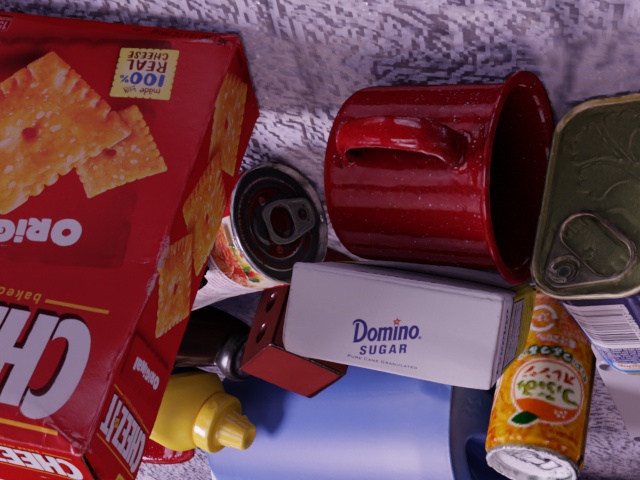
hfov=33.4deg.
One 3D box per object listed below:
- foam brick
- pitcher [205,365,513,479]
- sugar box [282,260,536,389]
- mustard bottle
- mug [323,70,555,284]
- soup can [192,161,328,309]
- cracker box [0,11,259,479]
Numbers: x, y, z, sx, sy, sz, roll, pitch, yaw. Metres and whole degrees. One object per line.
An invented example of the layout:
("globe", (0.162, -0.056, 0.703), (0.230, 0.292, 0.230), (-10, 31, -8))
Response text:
("foam brick", (-0.009, 0.048, 0.657), (0.051, 0.078, 0.053), (25, 147, -14))
("pitcher", (0.040, 0.143, 0.739), (0.243, 0.149, 0.144), (-9, 165, 43))
("sugar box", (0.051, 0.036, 0.522), (0.093, 0.048, 0.176), (9, -176, 16))
("mustard bottle", (-0.128, 0.101, 0.752), (0.192, 0.058, 0.096), (22, -177, 25))
("mug", (0.049, -0.031, 0.473), (0.082, 0.093, 0.117), (4, 173, 30))
("soup can", (-0.054, 0.001, 0.609), (0.068, 0.068, 0.102), (36, 146, -30))
("cracker box", (-0.137, -0.005, 0.492), (0.164, 0.213, 0.072), (9, 150, 13))
